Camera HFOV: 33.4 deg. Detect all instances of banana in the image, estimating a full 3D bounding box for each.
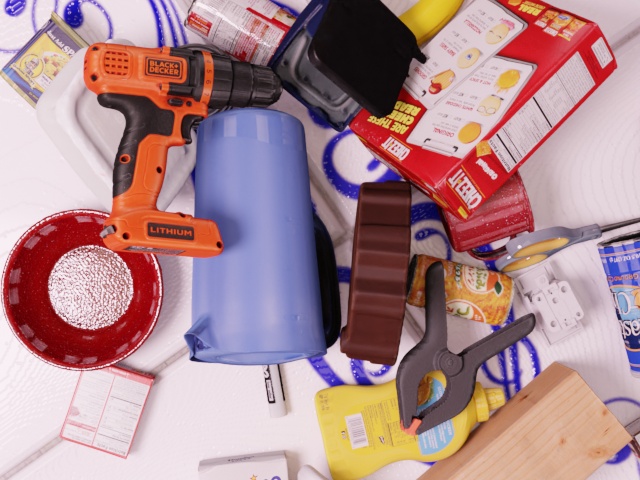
[{"bbox_3d":[0.092,-0.232,1.105,0.198,0.037,0.070,-45,64,-4],"label":"banana"}]

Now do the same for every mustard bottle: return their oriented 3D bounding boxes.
[{"bbox_3d":[0.094,0.180,1.092,0.191,0.058,0.096,-13,82,-2],"label":"mustard bottle"}]

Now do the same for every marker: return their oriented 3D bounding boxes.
[{"bbox_3d":[-0.053,0.123,1.106,0.020,0.020,0.121,-9,90,-3],"label":"marker"}]

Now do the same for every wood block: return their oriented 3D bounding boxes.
[{"bbox_3d":[0.197,0.226,1.081,0.206,0.091,0.090,-40,92,-2],"label":"wood block"}]

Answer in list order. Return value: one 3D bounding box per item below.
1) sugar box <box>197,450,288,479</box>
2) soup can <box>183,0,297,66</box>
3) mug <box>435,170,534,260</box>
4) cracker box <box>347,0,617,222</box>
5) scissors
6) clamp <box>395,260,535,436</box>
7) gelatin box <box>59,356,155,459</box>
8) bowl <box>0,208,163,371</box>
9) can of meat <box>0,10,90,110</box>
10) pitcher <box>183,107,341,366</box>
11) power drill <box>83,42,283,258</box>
[{"bbox_3d":[-0.071,0.310,1.092,0.093,0.048,0.176,-7,92,-4],"label":"sugar box"},{"bbox_3d":[-0.078,-0.219,1.080,0.102,0.068,0.068,31,89,-2],"label":"soup can"},{"bbox_3d":[0.166,-0.028,1.088,0.081,0.093,0.117,-19,126,2],"label":"mug"},{"bbox_3d":[0.156,-0.140,1.043,0.213,0.164,0.072,-46,130,-1],"label":"cracker box"},{"bbox_3d":[0.264,0.001,1.112,0.201,0.096,0.016,-8,69,-32],"label":"scissors"},{"bbox_3d":[0.136,0.118,1.052,0.120,0.039,0.171,21,90,3],"label":"clamp"},{"bbox_3d":[-0.218,0.171,1.094,0.073,0.030,0.089,18,90,-4],"label":"gelatin box"},{"bbox_3d":[-0.237,0.049,1.080,0.162,0.055,0.162,0,90,-2],"label":"bowl"},{"bbox_3d":[-0.259,-0.165,1.078,0.102,0.057,0.084,44,90,-2],"label":"can of meat"},{"bbox_3d":[-0.057,0.001,1.048,0.145,0.149,0.243,-3,79,3],"label":"pitcher"},{"bbox_3d":[-0.123,-0.080,0.957,0.184,0.057,0.187,4,80,-20],"label":"power drill"}]
